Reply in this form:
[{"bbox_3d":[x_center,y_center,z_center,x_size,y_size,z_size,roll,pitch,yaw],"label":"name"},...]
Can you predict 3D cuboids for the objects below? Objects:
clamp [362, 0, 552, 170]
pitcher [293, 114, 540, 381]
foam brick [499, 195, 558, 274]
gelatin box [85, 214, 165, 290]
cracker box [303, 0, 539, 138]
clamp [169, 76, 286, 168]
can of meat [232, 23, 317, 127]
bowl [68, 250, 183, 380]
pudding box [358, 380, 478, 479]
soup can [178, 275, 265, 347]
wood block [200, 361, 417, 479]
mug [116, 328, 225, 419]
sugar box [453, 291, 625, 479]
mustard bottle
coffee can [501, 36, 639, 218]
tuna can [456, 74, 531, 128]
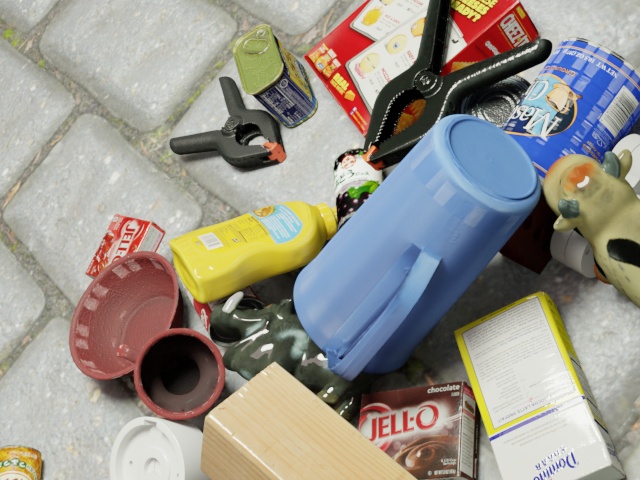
[{"bbox_3d":[0.123,-0.153,1.073,0.165,0.036,0.210,35,91,40],"label":"clamp"},{"bbox_3d":[0.083,0.011,0.948,0.243,0.144,0.149,-53,53,41],"label":"pitcher"},{"bbox_3d":[0.186,-0.015,0.998,0.051,0.078,0.053,32,84,45],"label":"foam brick"},{"bbox_3d":[-0.244,0.014,1.329,0.073,0.030,0.089,12,71,40],"label":"gelatin box"},{"bbox_3d":[0.108,-0.213,1.184,0.214,0.072,0.164,-40,48,8],"label":"cracker box"},{"bbox_3d":[-0.113,-0.128,1.315,0.120,0.039,0.172,-51,46,1],"label":"clamp"},{"bbox_3d":[-0.053,-0.196,1.282,0.057,0.083,0.102,-32,49,17],"label":"can of meat"},{"bbox_3d":[-0.214,0.095,1.239,0.162,0.055,0.162,-19,54,27],"label":"bowl"},{"bbox_3d":[0.088,0.181,0.975,0.114,0.039,0.090,-12,57,31],"label":"pudding box"},{"bbox_3d":[-0.109,0.059,1.176,0.068,0.068,0.102,-42,46,7],"label":"soup can"},{"bbox_3d":[0.001,0.214,0.918,0.206,0.090,0.090,37,51,24],"label":"wood block"},{"bbox_3d":[-0.159,0.137,1.124,0.117,0.081,0.093,19,81,-3],"label":"mug"},{"bbox_3d":[0.186,0.139,0.925,0.093,0.048,0.176,-28,53,19],"label":"sugar box"},{"bbox_3d":[-0.057,0.002,1.138,0.191,0.058,0.096,-21,32,-18],"label":"mustard bottle"},{"bbox_3d":[0.230,-0.104,1.003,0.103,0.102,0.140,32,84,44],"label":"coffee can"},{"bbox_3d":[0.181,-0.127,1.082,0.086,0.033,0.086,-5,70,13],"label":"tuna can"}]
